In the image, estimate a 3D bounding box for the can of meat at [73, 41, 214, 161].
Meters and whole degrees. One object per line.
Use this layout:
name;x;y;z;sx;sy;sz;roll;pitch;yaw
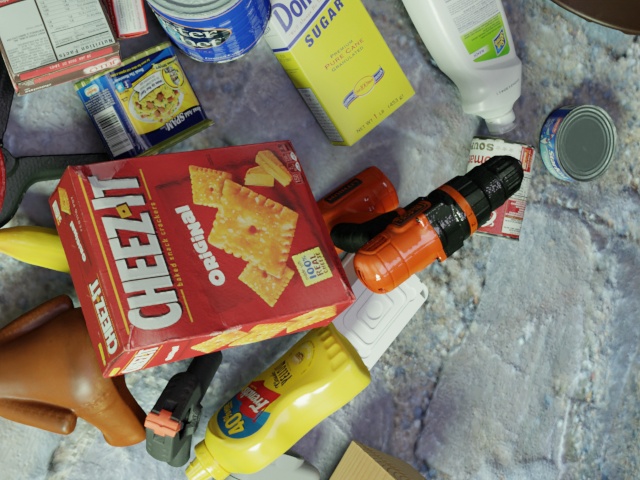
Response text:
can of meat;-0.154;-0.117;0.931;0.101;0.058;0.084;-36;104;-44

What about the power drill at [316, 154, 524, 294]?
power drill;0.079;-0.028;1.003;0.184;0.188;0.057;-34;109;-17

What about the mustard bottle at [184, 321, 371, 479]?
mustard bottle;-0.046;0.158;0.980;0.191;0.096;0.058;-40;116;3

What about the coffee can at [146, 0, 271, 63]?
coffee can;-0.097;-0.217;0.898;0.103;0.140;0.103;0;84;2

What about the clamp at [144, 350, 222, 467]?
clamp;-0.122;0.145;0.954;0.039;0.171;0.120;13;79;0

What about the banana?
banana;-0.189;0.029;0.935;0.197;0.069;0.037;28;104;-12

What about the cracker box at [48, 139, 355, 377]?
cracker box;-0.097;0.008;0.892;0.213;0.072;0.164;-10;69;-32

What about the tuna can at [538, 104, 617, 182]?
tuna can;0.285;-0.108;1.182;0.086;0.034;0.086;-4;99;-26

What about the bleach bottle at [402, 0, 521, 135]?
bleach bottle;0.138;-0.220;1.079;0.102;0.068;0.251;-32;112;-19

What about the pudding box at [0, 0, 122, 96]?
pudding box;-0.223;-0.183;0.875;0.090;0.039;0.113;-19;73;-14

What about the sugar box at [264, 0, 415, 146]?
sugar box;0.008;-0.188;1.026;0.093;0.048;0.176;-41;114;-16

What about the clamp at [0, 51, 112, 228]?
clamp;-0.277;-0.080;0.902;0.209;0.036;0.164;-38;110;-22

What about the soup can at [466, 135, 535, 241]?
soup can;0.184;-0.054;1.119;0.068;0.069;0.102;9;92;-27

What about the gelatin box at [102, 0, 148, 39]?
gelatin box;-0.179;-0.217;0.912;0.030;0.073;0.089;-15;104;-24
